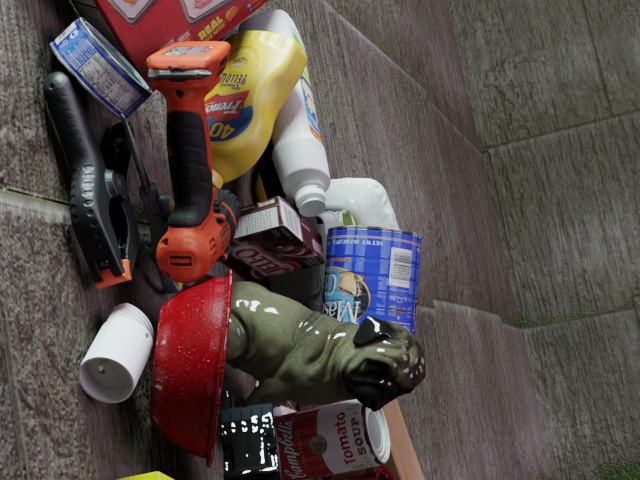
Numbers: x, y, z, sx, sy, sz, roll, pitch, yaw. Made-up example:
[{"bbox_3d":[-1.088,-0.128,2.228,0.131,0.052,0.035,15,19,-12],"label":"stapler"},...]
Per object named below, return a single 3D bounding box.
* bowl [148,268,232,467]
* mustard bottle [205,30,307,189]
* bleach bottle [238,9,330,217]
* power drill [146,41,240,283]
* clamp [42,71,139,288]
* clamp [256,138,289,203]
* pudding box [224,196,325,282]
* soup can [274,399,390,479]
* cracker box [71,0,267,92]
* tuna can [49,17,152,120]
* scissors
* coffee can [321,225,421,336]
[{"bbox_3d":[-0.107,0.100,0.866,0.162,0.055,0.162,-174,-90,-83],"label":"bowl"},{"bbox_3d":[-0.090,-0.118,1.063,0.058,0.096,0.191,51,56,-50],"label":"mustard bottle"},{"bbox_3d":[-0.031,-0.129,1.150,0.102,0.068,0.251,64,10,-56],"label":"bleach bottle"},{"bbox_3d":[-0.102,-0.073,0.917,0.184,0.057,0.188,-76,164,-73],"label":"power drill"},{"bbox_3d":[-0.174,-0.044,0.866,0.120,0.039,0.171,14,62,-67],"label":"clamp"},{"bbox_3d":[-0.080,-0.139,1.211,0.164,0.036,0.210,53,18,-19],"label":"clamp"},{"bbox_3d":[-0.057,0.001,1.102,0.113,0.090,0.039,45,33,-57],"label":"pudding box"},{"bbox_3d":[0.009,0.193,1.030,0.068,0.102,0.068,-15,90,-71],"label":"soup can"},{"bbox_3d":[-0.150,-0.262,0.919,0.164,0.072,0.213,-43,129,-20],"label":"cracker box"},{"bbox_3d":[-0.178,-0.140,0.869,0.086,0.034,0.086,47,3,-4],"label":"tuna can"},{"bbox_3d":[-0.144,-0.044,0.916,0.096,0.016,0.202,-96,178,-53],"label":"scissors"},{"bbox_3d":[0.053,0.061,1.139,0.102,0.103,0.140,23,70,-68],"label":"coffee can"}]
